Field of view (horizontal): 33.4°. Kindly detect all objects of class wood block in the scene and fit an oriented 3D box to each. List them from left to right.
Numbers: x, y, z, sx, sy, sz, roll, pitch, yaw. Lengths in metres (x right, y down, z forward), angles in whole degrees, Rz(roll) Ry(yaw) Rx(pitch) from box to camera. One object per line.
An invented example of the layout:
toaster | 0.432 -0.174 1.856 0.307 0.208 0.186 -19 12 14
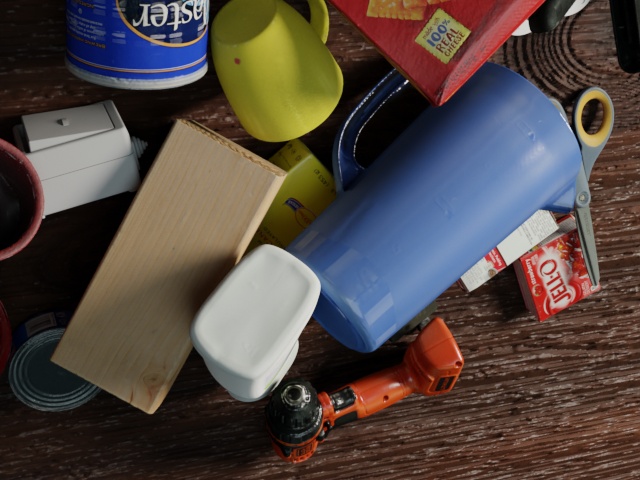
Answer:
wood block | -0.115 0.017 0.835 0.091 0.090 0.206 28 96 -1

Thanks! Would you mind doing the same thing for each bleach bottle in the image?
bleach bottle | -0.055 0.089 0.871 0.102 0.068 0.251 -52 172 -19

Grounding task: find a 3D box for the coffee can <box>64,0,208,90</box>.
coffee can | -0.127 -0.188 0.741 0.102 0.103 0.140 -5 120 -20

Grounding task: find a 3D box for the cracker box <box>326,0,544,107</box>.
cracker box | 0.064 -0.226 0.759 0.213 0.072 0.164 44 97 -3

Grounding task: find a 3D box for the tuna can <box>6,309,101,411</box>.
tuna can | -0.224 0.102 0.913 0.086 0.034 0.086 -10 122 -17

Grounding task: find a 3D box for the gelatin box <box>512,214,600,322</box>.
gelatin box | 0.234 0.029 1.063 0.073 0.030 0.089 -28 125 -6

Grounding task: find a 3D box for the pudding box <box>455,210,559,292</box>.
pudding box | 0.157 -0.016 1.000 0.113 0.039 0.090 -37 125 -1

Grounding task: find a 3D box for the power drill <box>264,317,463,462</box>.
power drill | 0.036 0.137 0.986 0.187 0.057 0.184 -22 161 -11

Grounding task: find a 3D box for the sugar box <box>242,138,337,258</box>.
sugar box | -0.056 0.001 0.917 0.176 0.048 0.093 -42 126 3

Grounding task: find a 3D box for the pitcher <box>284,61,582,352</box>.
pitcher | 0.079 -0.033 0.873 0.242 0.149 0.145 -42 140 -15

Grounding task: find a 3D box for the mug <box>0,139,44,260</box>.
mug | -0.263 -0.031 0.764 0.117 0.082 0.093 51 58 -10

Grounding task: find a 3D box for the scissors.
scissors | 0.257 -0.059 1.010 0.096 0.016 0.201 -36 116 -7
